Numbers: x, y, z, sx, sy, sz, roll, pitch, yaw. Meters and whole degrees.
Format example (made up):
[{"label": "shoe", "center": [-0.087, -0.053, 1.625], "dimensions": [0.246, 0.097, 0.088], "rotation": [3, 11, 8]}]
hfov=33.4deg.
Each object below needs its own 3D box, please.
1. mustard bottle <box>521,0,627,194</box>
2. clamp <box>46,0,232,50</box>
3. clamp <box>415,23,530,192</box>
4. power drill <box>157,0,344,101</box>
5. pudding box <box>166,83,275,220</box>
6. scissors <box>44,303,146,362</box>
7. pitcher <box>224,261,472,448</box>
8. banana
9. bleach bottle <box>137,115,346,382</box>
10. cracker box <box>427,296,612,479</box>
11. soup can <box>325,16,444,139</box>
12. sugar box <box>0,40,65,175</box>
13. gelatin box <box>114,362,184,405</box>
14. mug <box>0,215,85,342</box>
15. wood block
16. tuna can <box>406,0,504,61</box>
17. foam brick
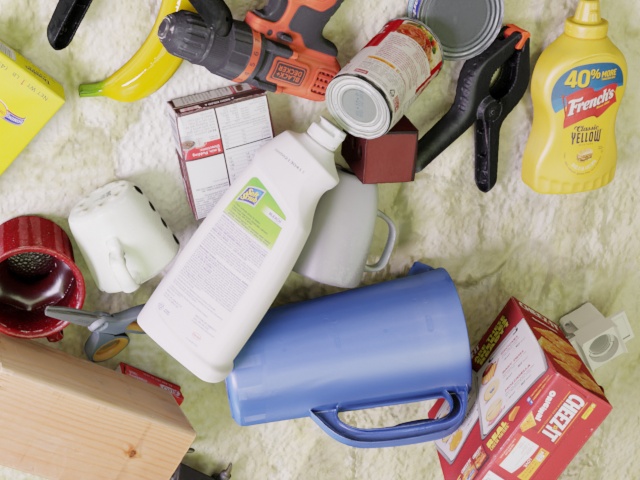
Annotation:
[{"label": "mustard bottle", "center": [0.253, -0.143, 1.050], "dimensions": [0.096, 0.058, 0.192], "rotation": [-8, 118, -15]}, {"label": "clamp", "center": [-0.143, -0.252, 0.842], "dimensions": [0.165, 0.036, 0.210], "rotation": [6, 101, 18]}, {"label": "clamp", "center": [0.147, -0.127, 1.030], "dimensions": [0.120, 0.039, 0.171], "rotation": [-3, 117, -40]}, {"label": "power drill", "center": [-0.031, -0.218, 0.906], "dimensions": [0.184, 0.057, 0.188], "rotation": [10, 116, -41]}, {"label": "pudding box", "center": [-0.086, -0.083, 0.988], "dimensions": [0.090, 0.039, 0.113], "rotation": [-16, 123, -12]}, {"label": "scissors", "center": [-0.213, 0.086, 0.981], "dimensions": [0.096, 0.016, 0.201], "rotation": [-41, 162, 20]}, {"label": "pitcher", "center": [0.025, 0.121, 1.064], "dimensions": [0.242, 0.149, 0.145], "rotation": [-10, 107, -6]}, {"label": "banana", "center": [-0.136, -0.193, 0.915], "dimensions": [0.069, 0.037, 0.198], "rotation": [22, 108, -28]}, {"label": "bleach bottle", "center": [-0.056, 0.001, 0.966], "dimensions": [0.102, 0.068, 0.251], "rotation": [39, 100, 9]}, {"label": "cracker box", "center": [0.188, 0.168, 1.050], "dimensions": [0.072, 0.213, 0.164], "rotation": [32, 103, -9]}, {"label": "soup can", "center": [0.058, -0.145, 0.954], "dimensions": [0.102, 0.069, 0.068], "rotation": [-50, 130, -37]}, {"label": "sugar box", "center": [-0.310, -0.088, 0.911], "dimensions": [0.093, 0.048, 0.176], "rotation": [37, 100, -30]}, {"label": "gelatin box", "center": [-0.194, 0.176, 1.094], "dimensions": [0.073, 0.030, 0.089], "rotation": [29, 105, -28]}, {"label": "mug", "center": [-0.260, 0.039, 0.971], "dimensions": [0.093, 0.081, 0.117], "rotation": [-22, 121, -6]}, {"label": "wood block", "center": [-0.233, 0.165, 0.988], "dimensions": [0.205, 0.090, 0.091], "rotation": [28, 98, -34]}, {"label": "tuna can", "center": [0.124, -0.212, 0.988], "dimensions": [0.086, 0.034, 0.086], "rotation": [-7, 119, -14]}, {"label": "foam brick", "center": [0.055, -0.092, 1.004], "dimensions": [0.051, 0.078, 0.053], "rotation": [-4, 116, -14]}]
